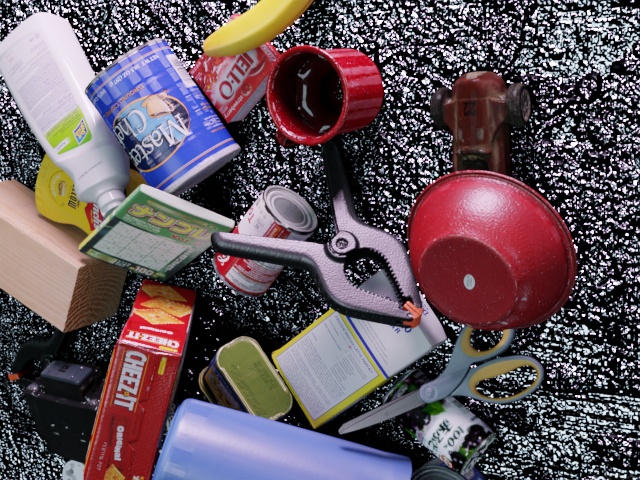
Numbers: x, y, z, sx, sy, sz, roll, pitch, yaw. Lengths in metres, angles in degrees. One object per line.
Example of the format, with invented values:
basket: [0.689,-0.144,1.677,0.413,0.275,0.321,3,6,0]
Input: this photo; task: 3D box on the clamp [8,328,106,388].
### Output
clamp: [-0.325,0.160,1.343,0.172,0.039,0.120,-29,86,38]

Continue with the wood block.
wood block: [-0.339,0.015,1.286,0.206,0.090,0.091,29,116,25]

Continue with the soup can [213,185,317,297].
soup can: [-0.057,0.001,1.108,0.068,0.068,0.102,48,122,15]

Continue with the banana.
banana: [-0.038,-0.248,1.042,0.069,0.037,0.198,38,108,9]

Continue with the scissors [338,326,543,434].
scissors: [0.108,0.124,1.015,0.202,0.016,0.096,-9,83,11]

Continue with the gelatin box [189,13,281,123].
gelatin box: [-0.086,-0.178,1.108,0.073,0.030,0.089,53,124,12]

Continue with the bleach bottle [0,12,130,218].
bleach bottle: [-0.282,-0.130,1.197,0.103,0.068,0.251,-37,69,24]

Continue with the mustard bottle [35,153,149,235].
mustard bottle: [-0.241,-0.041,1.227,0.192,0.058,0.096,26,106,26]

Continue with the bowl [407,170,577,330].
bowl: [0.139,0.022,0.938,0.162,0.055,0.162,17,126,24]

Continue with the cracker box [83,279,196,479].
cracker box: [-0.188,0.151,1.133,0.072,0.213,0.164,14,103,-5]

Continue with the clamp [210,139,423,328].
clamp: [0.023,0.001,1.026,0.210,0.164,0.036,35,160,16]

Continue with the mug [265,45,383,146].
mug: [0.001,-0.134,1.029,0.093,0.081,0.117,49,122,14]

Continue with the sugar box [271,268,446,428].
sugar box: [0.037,0.109,1.085,0.176,0.048,0.093,-38,78,30]

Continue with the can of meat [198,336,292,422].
can of meat: [-0.080,0.161,1.147,0.102,0.057,0.084,55,153,11]

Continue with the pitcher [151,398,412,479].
pitcher: [-0.041,0.247,1.067,0.243,0.145,0.149,19,113,-2]

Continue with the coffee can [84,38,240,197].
coffee can: [-0.164,-0.124,1.116,0.103,0.102,0.140,-34,92,34]

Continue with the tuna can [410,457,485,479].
tuna can: [0.128,0.260,1.066,0.086,0.033,0.086,8,106,32]

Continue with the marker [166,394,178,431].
marker: [-0.176,0.207,1.265,0.020,0.020,0.121,-3,100,34]
